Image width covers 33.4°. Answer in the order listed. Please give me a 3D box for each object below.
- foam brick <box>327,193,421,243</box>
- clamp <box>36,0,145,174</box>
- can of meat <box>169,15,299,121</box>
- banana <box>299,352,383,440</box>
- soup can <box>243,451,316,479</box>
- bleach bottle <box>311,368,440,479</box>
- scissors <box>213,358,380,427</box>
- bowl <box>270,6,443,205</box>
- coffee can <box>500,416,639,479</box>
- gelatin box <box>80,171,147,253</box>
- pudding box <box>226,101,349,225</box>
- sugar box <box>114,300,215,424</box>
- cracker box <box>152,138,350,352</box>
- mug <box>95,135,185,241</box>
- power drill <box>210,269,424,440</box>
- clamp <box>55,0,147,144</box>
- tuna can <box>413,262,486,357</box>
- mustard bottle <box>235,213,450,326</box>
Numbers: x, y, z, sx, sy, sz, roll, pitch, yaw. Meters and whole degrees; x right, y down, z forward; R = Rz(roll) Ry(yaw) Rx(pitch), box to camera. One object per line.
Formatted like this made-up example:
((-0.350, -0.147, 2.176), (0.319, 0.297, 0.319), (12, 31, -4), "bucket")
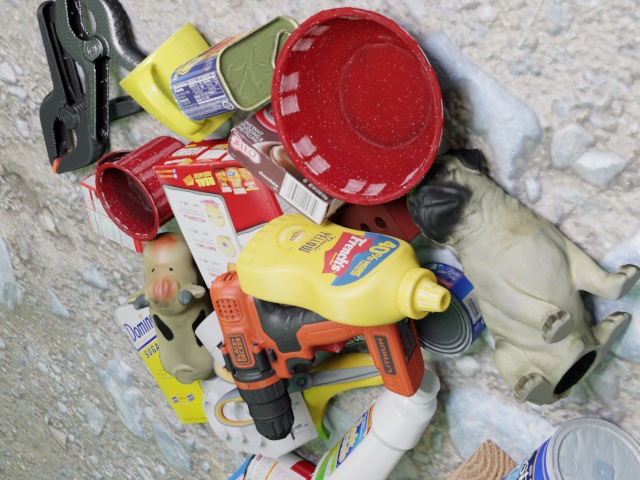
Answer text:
((0.055, -0.021, 0.955), (0.078, 0.051, 0.053), (-25, 101, 52), "foam brick")
((-0.263, -0.141, 1.188), (0.165, 0.036, 0.210), (39, 137, 16), "clamp")
((-0.072, -0.149, 0.939), (0.084, 0.101, 0.057), (-6, 117, 50), "can of meat")
((0.020, 0.157, 1.153), (0.069, 0.037, 0.198), (29, 144, -7), "banana")
((-0.034, 0.296, 1.291), (0.102, 0.068, 0.068), (26, 136, 29), "soup can")
((0.061, 0.209, 1.114), (0.068, 0.102, 0.251), (29, 134, 0), "bleach bottle")
((-0.031, 0.131, 1.108), (0.202, 0.016, 0.096), (-27, 80, 19), "scissors")
((0.039, -0.113, 0.874), (0.162, 0.055, 0.162), (13, 114, 31), "bowl")
((0.219, 0.234, 0.957), (0.103, 0.102, 0.140), (42, 142, 11), "coffee can")
((-0.239, -0.033, 1.258), (0.089, 0.030, 0.073), (23, 136, 31), "gelatin box")
((-0.013, -0.077, 0.946), (0.113, 0.089, 0.039), (41, 143, 12), "pudding box")
((-0.181, 0.145, 1.333), (0.094, 0.048, 0.176), (-17, 108, 50), "sugar box")
((-0.057, 0.001, 1.070), (0.164, 0.072, 0.213), (1, 122, 47), "cracker box")
((-0.187, -0.064, 1.139), (0.117, 0.081, 0.093), (27, 136, 27), "mug")
((-0.002, 0.110, 1.001), (0.188, 0.057, 0.184), (-5, 116, 23), "power drill")
((-0.226, -0.186, 1.089), (0.120, 0.039, 0.171), (-35, 86, 22), "clamp")
((0.111, 0.063, 0.982), (0.086, 0.033, 0.086), (26, 136, 28), "tuna can")
((0.026, 0.029, 0.901), (0.192, 0.096, 0.058), (15, 129, 38), "mustard bottle")
